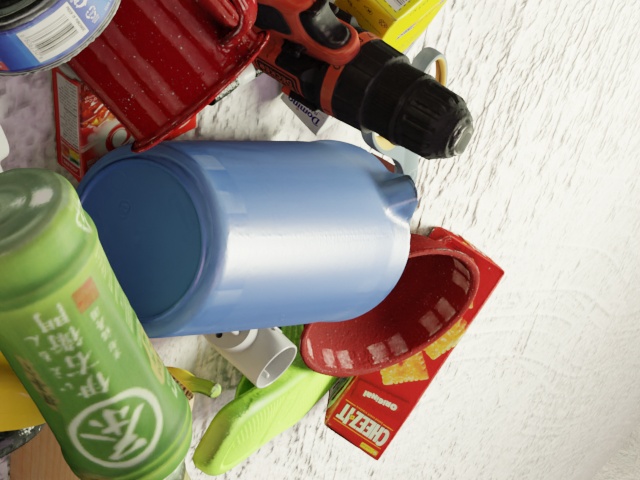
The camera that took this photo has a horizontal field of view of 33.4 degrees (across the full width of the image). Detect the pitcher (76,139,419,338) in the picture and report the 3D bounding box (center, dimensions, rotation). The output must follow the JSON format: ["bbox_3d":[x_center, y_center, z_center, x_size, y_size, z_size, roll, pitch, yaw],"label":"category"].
[{"bbox_3d":[-0.054,0.001,0.681,0.242,0.145,0.149,-3,118,-63],"label":"pitcher"}]

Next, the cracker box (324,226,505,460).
[{"bbox_3d":[0.088,0.092,1.053,0.214,0.072,0.164,-56,180,6],"label":"cracker box"}]

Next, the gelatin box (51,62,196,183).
[{"bbox_3d":[-0.109,-0.082,0.614,0.089,0.030,0.073,-32,148,-35],"label":"gelatin box"}]

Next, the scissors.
[{"bbox_3d":[0.056,-0.053,0.831,0.096,0.016,0.202,-23,137,-41],"label":"scissors"}]

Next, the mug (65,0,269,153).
[{"bbox_3d":[-0.079,-0.107,0.525,0.117,0.081,0.093,-20,-153,49],"label":"mug"}]

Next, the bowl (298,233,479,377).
[{"bbox_3d":[0.048,0.043,0.882,0.162,0.055,0.162,-18,145,-14],"label":"bowl"}]

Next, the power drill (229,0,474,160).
[{"bbox_3d":[-0.006,-0.127,0.552,0.057,0.185,0.187,-51,154,-14],"label":"power drill"}]

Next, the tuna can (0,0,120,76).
[{"bbox_3d":[-0.132,-0.117,0.470,0.086,0.086,0.033,-49,152,-9],"label":"tuna can"}]

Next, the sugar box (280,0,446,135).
[{"bbox_3d":[0.037,-0.139,0.693,0.093,0.048,0.176,-42,176,-22],"label":"sugar box"}]
